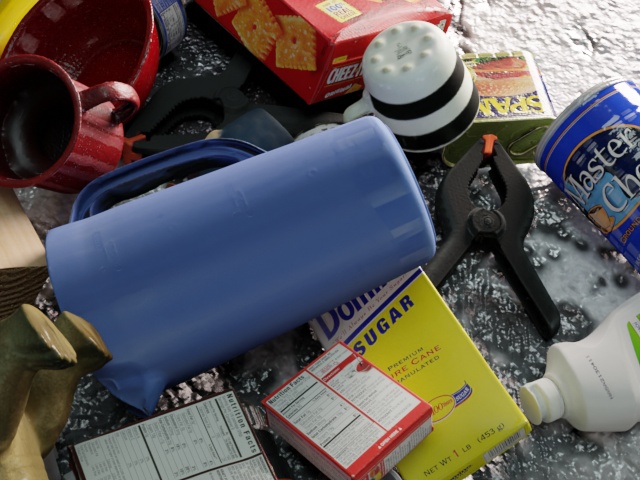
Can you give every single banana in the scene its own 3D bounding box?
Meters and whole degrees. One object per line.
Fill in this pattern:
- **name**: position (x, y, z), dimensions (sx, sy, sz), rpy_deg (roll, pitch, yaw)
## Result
- **banana**: position (-0.235, -0.220, 0.947), dimensions (0.197, 0.037, 0.070), rpy_deg (-40, 41, -22)

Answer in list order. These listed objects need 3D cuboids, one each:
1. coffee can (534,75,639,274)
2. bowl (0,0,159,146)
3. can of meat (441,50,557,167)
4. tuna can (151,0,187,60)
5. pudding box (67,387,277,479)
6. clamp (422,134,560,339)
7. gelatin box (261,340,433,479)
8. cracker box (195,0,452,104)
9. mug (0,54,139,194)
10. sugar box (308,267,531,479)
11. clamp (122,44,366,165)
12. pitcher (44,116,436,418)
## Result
- **coffee can**: position (0.254, -0.047, 0.846), dimensions (0.102, 0.103, 0.140), rpy_deg (-27, 62, -22)
- **bowl**: position (-0.187, -0.138, 0.868), dimensions (0.162, 0.055, 0.162), rpy_deg (-13, 62, 26)
- **can of meat**: position (0.146, -0.113, 0.910), dimensions (0.102, 0.057, 0.084), rpy_deg (-4, 54, -8)
- **tuna can**: position (-0.156, -0.197, 0.918), dimensions (0.086, 0.086, 0.033), rpy_deg (34, 57, 17)
- **pudding box**: position (-0.087, 0.150, 0.651), dimensions (0.113, 0.039, 0.090), rpy_deg (-16, 52, -19)
- **clamp**: position (0.118, -0.003, 0.836), dimensions (0.120, 0.039, 0.171), rpy_deg (1, 62, -10)
- **gelatin box**: position (0.017, 0.115, 0.696), dimensions (0.073, 0.030, 0.089), rpy_deg (-37, 50, -26)
- **cracker box**: position (-0.014, -0.221, 0.931), dimensions (0.163, 0.072, 0.214), rpy_deg (-23, 59, -43)
- **mug**: position (-0.183, -0.083, 0.762), dimensions (0.117, 0.081, 0.093), rpy_deg (-25, 78, 13)
- **sugar box**: position (0.061, 0.086, 0.755), dimensions (0.093, 0.048, 0.176), rpy_deg (-33, 65, -1)
- **clamp**: position (-0.076, -0.118, 0.901), dimensions (0.209, 0.036, 0.165), rpy_deg (-20, 58, -23)
- **pitcher**: position (-0.055, 0.001, 0.726), dimensions (0.243, 0.145, 0.149), rpy_deg (-23, 101, -1)
